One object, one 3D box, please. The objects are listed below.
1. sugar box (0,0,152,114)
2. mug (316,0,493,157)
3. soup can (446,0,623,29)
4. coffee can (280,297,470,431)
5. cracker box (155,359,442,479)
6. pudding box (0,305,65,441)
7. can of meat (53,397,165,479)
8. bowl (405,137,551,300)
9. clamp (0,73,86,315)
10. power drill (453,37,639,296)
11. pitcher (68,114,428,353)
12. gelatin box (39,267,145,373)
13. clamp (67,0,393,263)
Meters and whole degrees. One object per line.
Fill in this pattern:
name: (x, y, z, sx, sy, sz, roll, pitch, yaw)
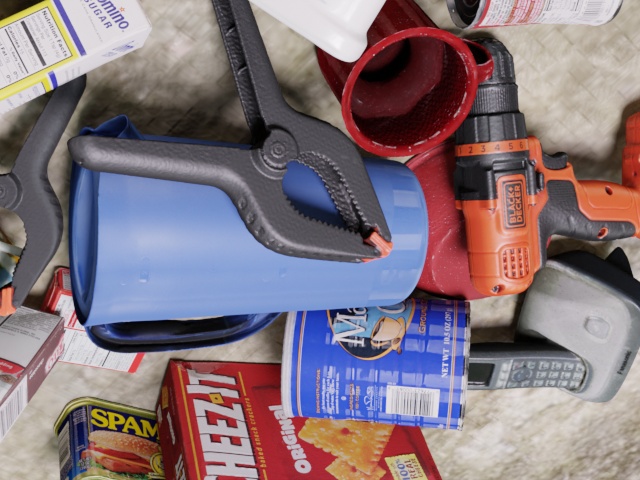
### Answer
sugar box: (-0.189, -0.100, 0.628, 0.176, 0.093, 0.048, -30, 99, -10)
mug: (0.057, -0.118, 0.713, 0.117, 0.081, 0.093, -11, 129, -13)
soup can: (0.141, -0.174, 0.702, 0.102, 0.068, 0.068, -4, 129, -14)
coffee can: (0.045, 0.094, 0.846, 0.140, 0.102, 0.103, 4, 130, 6)
cracker box: (-0.018, 0.178, 0.884, 0.213, 0.164, 0.072, 5, 125, -20)
pudding box: (-0.246, 0.087, 0.760, 0.090, 0.113, 0.039, 15, 124, 6)
can of meat: (-0.171, 0.189, 0.902, 0.102, 0.084, 0.058, 19, 121, -28)
bowl: (0.123, -0.005, 0.846, 0.162, 0.055, 0.162, -8, 131, -10)
clamp: (-0.200, -0.040, 0.695, 0.120, 0.039, 0.171, -12, 101, -6)
power drill: (0.184, -0.059, 0.788, 0.187, 0.057, 0.184, -6, 96, -21)
pitcher: (-0.055, 0.001, 0.755, 0.242, 0.145, 0.149, 1, 169, -21)
gelatin box: (-0.174, 0.064, 0.833, 0.089, 0.030, 0.073, 14, 125, -25)
clamp: (-0.043, -0.049, 0.671, 0.210, 0.036, 0.164, 47, 65, -13)
